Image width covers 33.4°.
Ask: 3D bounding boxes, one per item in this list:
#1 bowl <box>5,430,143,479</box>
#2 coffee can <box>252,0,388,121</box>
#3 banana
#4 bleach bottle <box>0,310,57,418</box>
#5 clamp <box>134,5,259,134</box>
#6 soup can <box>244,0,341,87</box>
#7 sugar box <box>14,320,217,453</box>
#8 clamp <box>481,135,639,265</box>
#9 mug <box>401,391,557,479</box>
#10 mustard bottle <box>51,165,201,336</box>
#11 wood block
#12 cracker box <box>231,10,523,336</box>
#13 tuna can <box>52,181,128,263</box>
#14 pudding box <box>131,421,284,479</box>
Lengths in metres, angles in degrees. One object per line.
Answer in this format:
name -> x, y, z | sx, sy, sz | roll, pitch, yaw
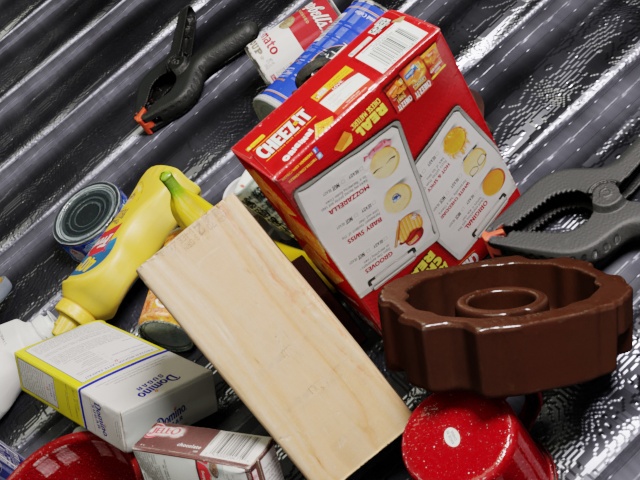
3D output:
bowl -> -0.197, 0.237, 0.859 | 0.162, 0.055, 0.162 | -17, 47, 19
coffee can -> 0.020, -0.144, 1.011 | 0.140, 0.102, 0.103 | -46, 45, -11
banana -> -0.059, 0.005, 0.945 | 0.198, 0.069, 0.037 | 27, 74, 9
bleach bottle -> -0.346, 0.161, 1.010 | 0.250, 0.068, 0.103 | -39, 43, -6
clamp -> -0.159, -0.198, 1.210 | 0.171, 0.039, 0.120 | -48, 44, -12
soup can -> -0.019, -0.200, 1.107 | 0.102, 0.068, 0.068 | -33, 44, 5
sugar box -> -0.177, 0.121, 0.913 | 0.093, 0.048, 0.177 | -22, 28, -37
clamp -> 0.230, -0.036, 0.840 | 0.210, 0.036, 0.164 | -14, 48, 17
mug -> 0.113, 0.142, 0.731 | 0.093, 0.081, 0.117 | 28, 72, 43
mustard bottle -> -0.194, 0.017, 1.030 | 0.191, 0.058, 0.096 | -56, 20, -18
wood block -> -0.033, 0.072, 0.784 | 0.090, 0.206, 0.091 | -39, 3, -2
cracker box -> 0.053, -0.045, 0.829 | 0.164, 0.213, 0.072 | -43, 43, -8
tuna can -> -0.235, -0.019, 1.111 | 0.086, 0.033, 0.086 | -17, 47, 19
pudding box -> -0.079, 0.187, 0.801 | 0.114, 0.090, 0.039 | 2, 29, 33
